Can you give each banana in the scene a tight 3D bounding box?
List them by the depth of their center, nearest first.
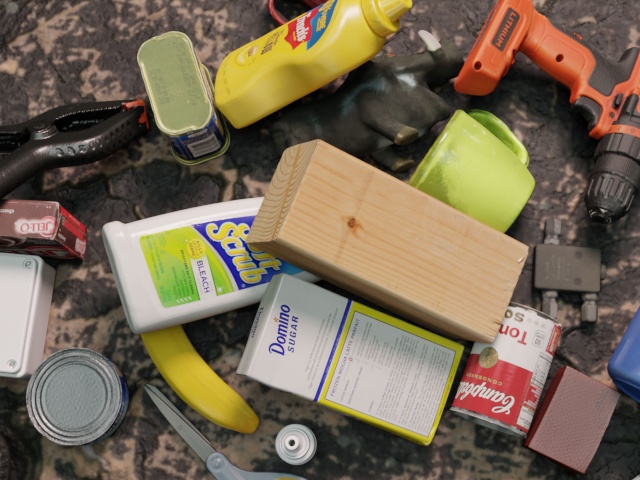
[{"bbox_3d":[-0.121,0.089,0.953,0.069,0.037,0.198,-24,77,1],"label":"banana"}]

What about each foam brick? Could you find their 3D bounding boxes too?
[{"bbox_3d":[0.213,0.153,0.909,0.053,0.051,0.078,27,81,8],"label":"foam brick"}]

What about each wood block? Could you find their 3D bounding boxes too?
[{"bbox_3d":[0.056,0.003,0.892,0.206,0.090,0.091,26,80,-18],"label":"wood block"}]

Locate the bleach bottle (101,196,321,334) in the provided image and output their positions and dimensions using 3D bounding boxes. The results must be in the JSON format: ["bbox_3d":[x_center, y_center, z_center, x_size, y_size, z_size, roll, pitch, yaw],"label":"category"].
[{"bbox_3d":[-0.056,0.001,0.936,0.250,0.068,0.102,-17,90,-15],"label":"bleach bottle"}]

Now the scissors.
[{"bbox_3d":[-0.070,0.193,0.938,0.096,0.016,0.202,-28,77,-4],"label":"scissors"}]

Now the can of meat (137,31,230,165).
[{"bbox_3d":[-0.126,-0.130,0.977,0.057,0.084,0.102,-19,77,0],"label":"can of meat"}]

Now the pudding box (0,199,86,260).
[{"bbox_3d":[-0.276,-0.009,0.959,0.113,0.090,0.039,5,76,5],"label":"pudding box"}]

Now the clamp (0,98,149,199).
[{"bbox_3d":[-0.252,-0.082,0.960,0.209,0.036,0.165,-16,35,-17],"label":"clamp"}]

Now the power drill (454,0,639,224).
[{"bbox_3d":[0.217,-0.125,0.943,0.187,0.057,0.184,28,67,-4],"label":"power drill"}]

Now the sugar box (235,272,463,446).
[{"bbox_3d":[0.026,0.101,0.906,0.176,0.048,0.093,23,78,-13],"label":"sugar box"}]

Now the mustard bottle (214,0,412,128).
[{"bbox_3d":[-0.003,-0.169,0.935,0.192,0.058,0.096,-22,31,32],"label":"mustard bottle"}]

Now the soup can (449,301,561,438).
[{"bbox_3d":[0.159,0.110,0.913,0.068,0.068,0.102,20,80,8],"label":"soup can"}]

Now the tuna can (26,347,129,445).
[{"bbox_3d":[-0.215,0.140,0.950,0.086,0.034,0.086,-1,78,4],"label":"tuna can"}]
